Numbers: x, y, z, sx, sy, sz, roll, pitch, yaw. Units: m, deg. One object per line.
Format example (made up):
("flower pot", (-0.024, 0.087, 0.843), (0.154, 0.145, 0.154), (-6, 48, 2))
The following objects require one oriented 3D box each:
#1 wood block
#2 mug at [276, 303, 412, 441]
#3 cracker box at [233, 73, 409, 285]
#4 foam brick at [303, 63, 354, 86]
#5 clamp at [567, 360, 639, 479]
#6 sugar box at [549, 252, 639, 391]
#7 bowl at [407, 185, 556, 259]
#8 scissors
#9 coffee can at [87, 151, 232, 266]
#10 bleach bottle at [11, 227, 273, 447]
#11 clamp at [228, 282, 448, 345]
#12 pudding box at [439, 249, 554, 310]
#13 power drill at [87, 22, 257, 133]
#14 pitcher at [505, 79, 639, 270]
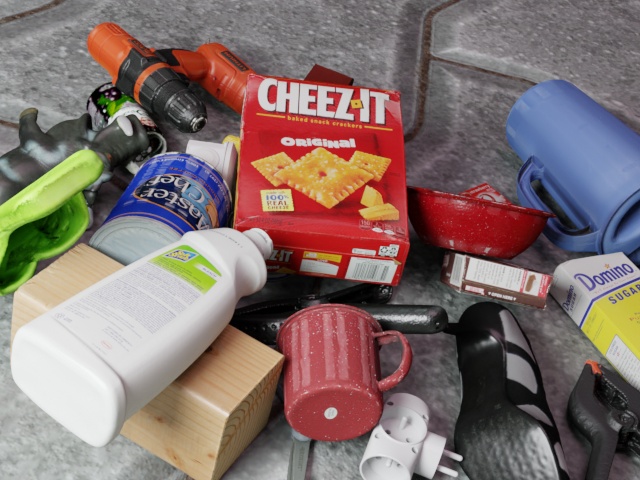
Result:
("wood block", (-0.146, 0.099, 0.882), (0.206, 0.090, 0.090), (28, 39, 16))
("mug", (0.021, 0.110, 0.889), (0.117, 0.093, 0.081), (-16, 44, 12))
("cracker box", (0.000, -0.065, 1.046), (0.164, 0.072, 0.213), (6, 49, -6))
("foam brick", (0.001, -0.157, 1.259), (0.053, 0.078, 0.051), (22, 38, 5))
("clamp", (0.283, 0.178, 0.970), (0.120, 0.039, 0.171), (11, 38, -8))
("sugar box", (0.321, 0.085, 1.093), (0.093, 0.048, 0.176), (-8, 45, -27))
("bowl", (0.154, -0.016, 1.084), (0.162, 0.055, 0.162), (11, 2, -1))
("scissors", (0.002, 0.160, 0.916), (0.096, 0.016, 0.202), (3, 40, -15))
("coffee can", (-0.146, -0.007, 0.989), (0.103, 0.103, 0.140), (16, 31, 1))
("bleach bottle", (-0.113, 0.054, 0.826), (0.103, 0.068, 0.250), (32, 38, 19))
("clamp", (0.002, 0.070, 0.968), (0.209, 0.036, 0.165), (-8, 9, -20))
("pudding box", (0.173, 0.038, 1.065), (0.090, 0.039, 0.113), (12, 4, -3))
("power drill", (-0.147, -0.180, 1.208), (0.185, 0.057, 0.187), (43, 25, 25))
("pitcher", (0.309, -0.082, 1.240), (0.149, 0.145, 0.243), (20, 25, -38))
